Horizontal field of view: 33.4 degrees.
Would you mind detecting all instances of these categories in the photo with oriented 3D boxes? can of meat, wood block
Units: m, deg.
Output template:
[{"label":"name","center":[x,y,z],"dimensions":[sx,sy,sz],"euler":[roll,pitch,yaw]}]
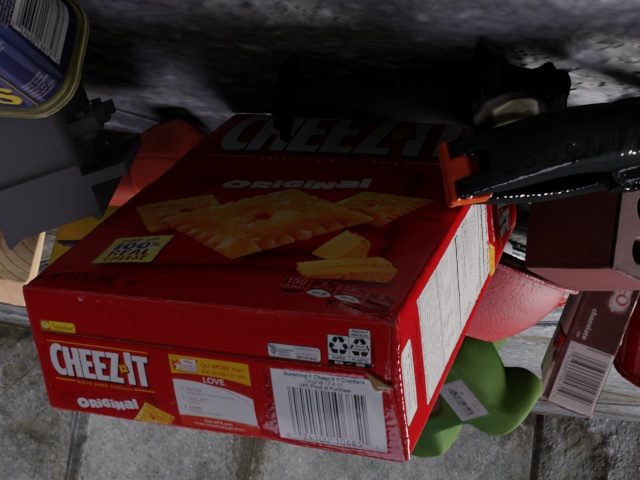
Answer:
[{"label":"can of meat","center":[-0.160,-0.092,0.433],"dimensions":[0.102,0.057,0.084],"euler":[5,167,17]},{"label":"wood block","center":[-0.285,-0.002,0.913],"dimensions":[0.090,0.090,0.206],"euler":[11,169,-13]}]

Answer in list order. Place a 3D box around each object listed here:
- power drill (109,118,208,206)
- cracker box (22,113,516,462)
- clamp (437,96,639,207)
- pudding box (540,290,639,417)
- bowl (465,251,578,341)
[{"label":"power drill","center":[-0.161,-0.050,0.661],"dimensions":[0.188,0.057,0.184],"euler":[8,174,17]},{"label":"cracker box","center":[-0.009,0.005,0.506],"dimensions":[0.164,0.072,0.213],"euler":[4,-152,21]},{"label":"clamp","center":[0.138,-0.044,0.444],"dimensions":[0.171,0.039,0.120],"euler":[-10,163,-9]},{"label":"pudding box","center":[0.190,0.057,0.748],"dimensions":[0.039,0.113,0.090],"euler":[22,-169,8]},{"label":"bowl","center":[0.088,0.024,0.720],"dimensions":[0.162,0.055,0.162],"euler":[22,-173,-3]}]
